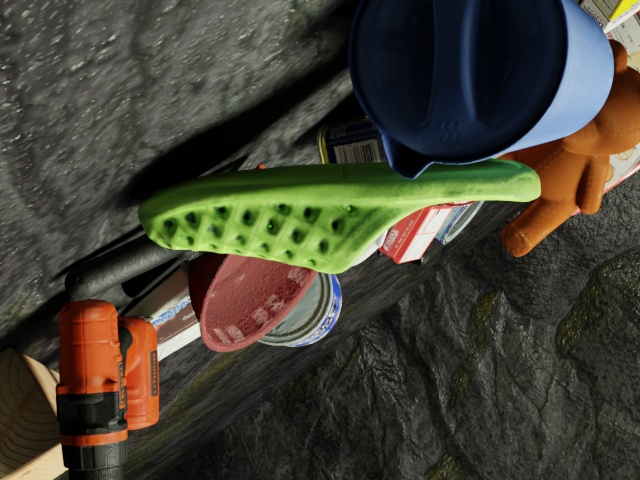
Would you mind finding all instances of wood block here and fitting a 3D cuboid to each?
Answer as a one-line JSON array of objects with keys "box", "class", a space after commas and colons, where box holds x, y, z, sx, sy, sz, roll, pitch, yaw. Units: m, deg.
[{"box": [-0.268, 0.167, 0.951, 0.090, 0.090, 0.206, -33, 171, -10], "class": "wood block"}]

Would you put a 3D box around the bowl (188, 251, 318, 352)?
[{"box": [-0.062, 0.016, 0.924, 0.162, 0.055, 0.162, -40, 152, -27], "class": "bowl"}]

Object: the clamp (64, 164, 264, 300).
[{"box": [-0.108, 0.000, 0.830, 0.171, 0.039, 0.120, -28, 178, 1], "class": "clamp"}]

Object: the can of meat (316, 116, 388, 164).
[{"box": [0.059, -0.077, 0.872, 0.084, 0.057, 0.101, -8, -174, 31], "class": "can of meat"}]

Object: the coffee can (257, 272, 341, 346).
[{"box": [-0.034, 0.055, 1.073, 0.103, 0.103, 0.140, -35, 172, 0], "class": "coffee can"}]

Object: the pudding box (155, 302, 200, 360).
[{"box": [-0.144, 0.084, 1.141, 0.113, 0.039, 0.090, -29, 170, -25], "class": "pudding box"}]

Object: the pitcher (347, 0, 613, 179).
[{"box": [0.129, -0.129, 0.717, 0.149, 0.145, 0.242, -18, 178, 25], "class": "pitcher"}]

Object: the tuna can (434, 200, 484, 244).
[{"box": [0.161, -0.037, 1.270, 0.086, 0.034, 0.086, -45, 166, -15], "class": "tuna can"}]

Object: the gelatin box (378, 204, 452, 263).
[{"box": [0.105, -0.015, 1.170, 0.073, 0.030, 0.089, -59, 162, 14], "class": "gelatin box"}]

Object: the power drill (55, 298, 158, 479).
[{"box": [-0.176, 0.138, 0.900, 0.057, 0.184, 0.187, -1, 180, -1], "class": "power drill"}]
